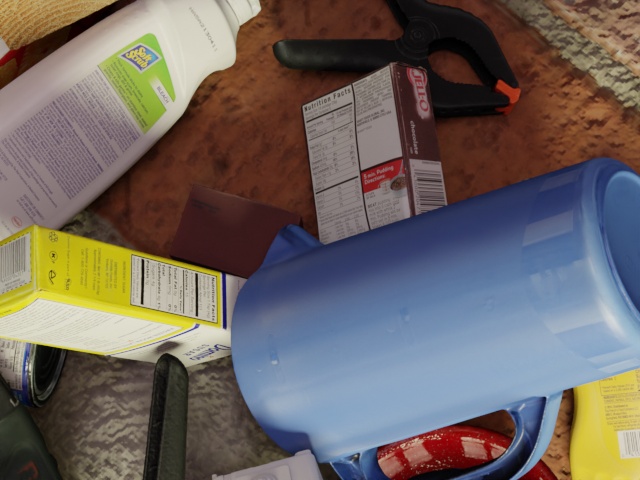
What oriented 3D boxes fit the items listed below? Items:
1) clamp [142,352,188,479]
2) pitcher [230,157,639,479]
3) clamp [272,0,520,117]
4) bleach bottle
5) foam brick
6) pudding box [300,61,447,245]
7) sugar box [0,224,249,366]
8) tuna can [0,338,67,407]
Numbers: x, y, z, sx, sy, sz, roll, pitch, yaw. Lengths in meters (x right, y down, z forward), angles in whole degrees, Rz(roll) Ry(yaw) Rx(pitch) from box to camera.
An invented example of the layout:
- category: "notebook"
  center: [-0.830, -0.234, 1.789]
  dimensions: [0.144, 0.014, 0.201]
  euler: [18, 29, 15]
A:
- category: "clamp"
  center: [-0.113, 0.190, 0.609]
  dimensions: [0.164, 0.036, 0.210]
  euler: [-23, 90, -30]
- category: "pitcher"
  center: [0.078, 0.051, 0.605]
  dimensions: [0.149, 0.243, 0.145]
  euler: [44, 45, -28]
- category: "clamp"
  center: [0.065, -0.148, 0.746]
  dimensions: [0.171, 0.039, 0.120]
  euler: [23, 86, 0]
- category: "bleach bottle"
  center: [-0.143, -0.090, 0.724]
  dimensions: [0.250, 0.068, 0.102]
  euler: [-38, 125, -11]
- category: "foam brick"
  center: [-0.055, 0.001, 0.718]
  dimensions: [0.078, 0.051, 0.053]
  euler: [17, 80, 5]
- category: "pudding box"
  center: [0.034, -0.050, 0.706]
  dimensions: [0.039, 0.090, 0.113]
  euler: [4, 75, -42]
- category: "sugar box"
  center: [-0.122, 0.039, 0.644]
  dimensions: [0.094, 0.175, 0.048]
  euler: [-19, 67, 39]
- category: "tuna can"
  center: [-0.190, 0.065, 0.694]
  dimensions: [0.034, 0.086, 0.086]
  euler: [10, 81, 2]
